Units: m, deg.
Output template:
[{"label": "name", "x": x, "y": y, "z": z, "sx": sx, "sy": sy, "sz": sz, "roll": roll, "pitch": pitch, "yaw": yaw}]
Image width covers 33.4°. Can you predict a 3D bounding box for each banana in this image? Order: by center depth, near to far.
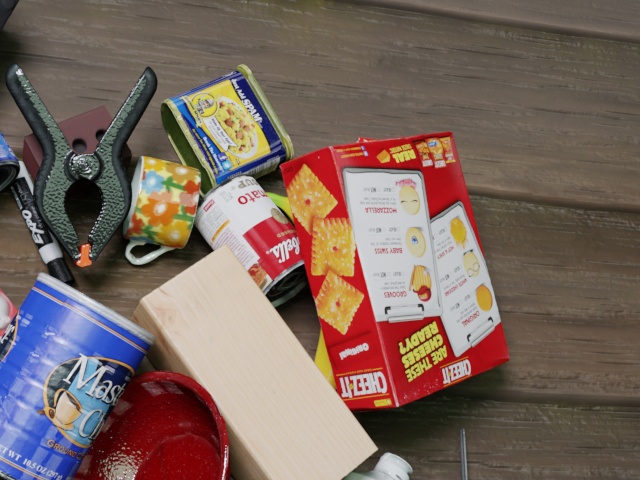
[{"label": "banana", "x": 0.004, "y": 0.041, "z": 0.958, "sx": 0.069, "sy": 0.037, "sz": 0.198, "roll": -18, "pitch": 72, "yaw": 7}]

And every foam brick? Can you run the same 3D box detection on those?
[{"label": "foam brick", "x": -0.210, "y": -0.072, "z": 0.920, "sx": 0.078, "sy": 0.051, "sz": 0.053, "roll": -27, "pitch": 81, "yaw": -24}]

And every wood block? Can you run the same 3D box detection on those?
[{"label": "wood block", "x": -0.060, "y": 0.120, "z": 0.877, "sx": 0.090, "sy": 0.090, "sz": 0.206, "roll": -34, "pitch": 83, "yaw": -25}]

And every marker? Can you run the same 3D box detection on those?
[{"label": "marker", "x": -0.238, "y": -0.011, "z": 0.907, "sx": 0.020, "sy": 0.020, "sz": 0.121, "roll": -22, "pitch": 79, "yaw": -23}]

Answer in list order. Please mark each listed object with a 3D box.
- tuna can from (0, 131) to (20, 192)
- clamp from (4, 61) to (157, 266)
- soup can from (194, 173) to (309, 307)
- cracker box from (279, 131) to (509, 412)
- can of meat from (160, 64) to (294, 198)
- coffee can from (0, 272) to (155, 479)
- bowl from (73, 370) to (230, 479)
[{"label": "tuna can", "x": -0.290, "y": -0.054, "z": 0.870, "sx": 0.086, "sy": 0.086, "sz": 0.034, "roll": -29, "pitch": 83, "yaw": -24}, {"label": "clamp", "x": -0.184, "y": -0.067, "z": 0.871, "sx": 0.120, "sy": 0.039, "sz": 0.171, "roll": -9, "pitch": 95, "yaw": -9}, {"label": "soup can", "x": -0.056, "y": 0.001, "z": 0.924, "sx": 0.068, "sy": 0.069, "sz": 0.102, "roll": -31, "pitch": 71, "yaw": -24}, {"label": "cracker box", "x": 0.066, "y": 0.022, "z": 0.912, "sx": 0.163, "sy": 0.072, "sz": 0.214, "roll": -13, "pitch": 88, "yaw": -45}, {"label": "can of meat", "x": -0.086, "y": -0.096, "z": 0.965, "sx": 0.083, "sy": 0.057, "sz": 0.102, "roll": -26, "pitch": 80, "yaw": -21}, {"label": "coffee can", "x": -0.205, "y": 0.110, "z": 0.811, "sx": 0.103, "sy": 0.103, "sz": 0.140, "roll": 31, "pitch": 79, "yaw": -5}, {"label": "bowl", "x": -0.126, "y": 0.185, "z": 0.825, "sx": 0.162, "sy": 0.055, "sz": 0.162, "roll": -15, "pitch": 58, "yaw": 24}]
